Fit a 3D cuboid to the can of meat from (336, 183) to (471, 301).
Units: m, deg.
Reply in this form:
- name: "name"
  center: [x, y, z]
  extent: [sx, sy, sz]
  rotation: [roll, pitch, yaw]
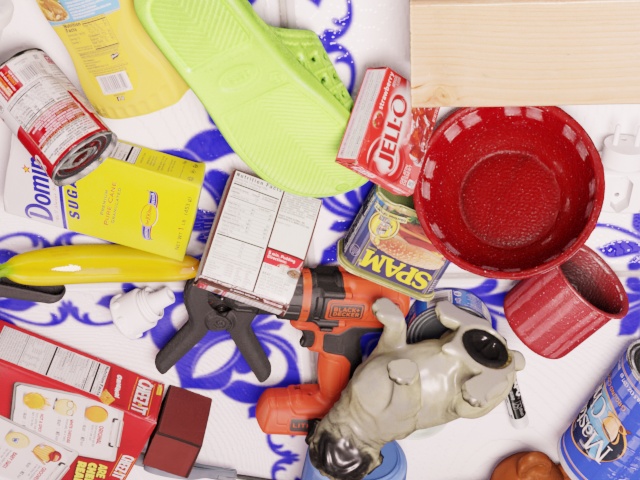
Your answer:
- name: "can of meat"
  center: [0.078, -0.003, 0.991]
  extent: [0.102, 0.057, 0.084]
  rotation: [22, 120, -11]

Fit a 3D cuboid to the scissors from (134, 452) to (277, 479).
- name: "scissors"
  center: [-0.111, 0.260, 1.177]
  extent: [0.201, 0.096, 0.016]
  rotation: [11, 85, 0]

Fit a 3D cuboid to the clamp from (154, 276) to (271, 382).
- name: "clamp"
  center: [-0.091, 0.079, 1.073]
  extent: [0.120, 0.039, 0.172]
  rotation: [10, 127, -18]

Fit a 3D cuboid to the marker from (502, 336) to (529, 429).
- name: "marker"
  center: [0.195, 0.146, 1.104]
  extent: [0.020, 0.020, 0.121]
  rotation: [-13, 122, 13]

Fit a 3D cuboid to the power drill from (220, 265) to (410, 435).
- name: "power drill"
  center: [-0.015, 0.109, 1.056]
  extent: [0.184, 0.057, 0.188]
  rotation: [5, 124, -11]

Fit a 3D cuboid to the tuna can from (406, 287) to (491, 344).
- name: "tuna can"
  center: [0.128, 0.089, 1.062]
  extent: [0.086, 0.033, 0.086]
  rotation: [2, 124, 3]

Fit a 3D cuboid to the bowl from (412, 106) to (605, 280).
- name: "bowl"
  center: [0.163, -0.042, 0.928]
  extent: [0.162, 0.055, 0.162]
  rotation: [-2, 79, 12]

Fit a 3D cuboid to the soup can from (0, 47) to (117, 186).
- name: "soup can"
  center: [-0.232, -0.106, 0.917]
  extent: [0.102, 0.068, 0.069]
  rotation: [49, 119, 8]

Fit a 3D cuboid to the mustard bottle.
- name: "mustard bottle"
  center: [-0.185, -0.195, 0.879]
  extent: [0.096, 0.058, 0.191]
  rotation: [-4, 126, 33]

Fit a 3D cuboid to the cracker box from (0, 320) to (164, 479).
- name: "cracker box"
  center: [-0.296, 0.187, 1.143]
  extent: [0.213, 0.072, 0.164]
  rotation: [23, 123, -12]

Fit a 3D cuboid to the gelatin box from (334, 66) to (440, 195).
- name: "gelatin box"
  center: [0.059, -0.092, 0.904]
  extent: [0.073, 0.089, 0.030]
  rotation: [25, 169, -39]

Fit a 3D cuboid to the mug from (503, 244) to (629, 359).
- name: "mug"
  center: [0.235, 0.058, 1.008]
  extent: [0.117, 0.093, 0.082]
  rotation: [3, 140, -43]

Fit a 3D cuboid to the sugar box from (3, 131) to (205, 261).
- name: "sugar box"
  center: [-0.201, -0.048, 0.990]
  extent: [0.176, 0.048, 0.093]
  rotation: [14, 124, -6]

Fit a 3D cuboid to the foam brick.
- name: "foam brick"
  center: [-0.152, 0.203, 1.137]
  extent: [0.051, 0.078, 0.053]
  rotation: [20, 121, -8]

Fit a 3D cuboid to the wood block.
- name: "wood block"
  center: [0.175, -0.166, 0.851]
  extent: [0.206, 0.090, 0.091]
  rotation: [0, 124, 6]

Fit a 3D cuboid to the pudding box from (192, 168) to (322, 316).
- name: "pudding box"
  center: [-0.056, 0.001, 0.975]
  extent: [0.090, 0.113, 0.039]
  rotation: [19, 160, -7]

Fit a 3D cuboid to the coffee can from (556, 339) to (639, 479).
- name: "coffee can"
  center: [0.316, 0.184, 1.068]
  extent: [0.102, 0.102, 0.140]
  rotation: [20, 123, -9]

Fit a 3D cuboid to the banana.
- name: "banana"
  center: [-0.215, 0.027, 1.029]
  extent: [0.197, 0.070, 0.037]
  rotation: [-3, 109, -11]
